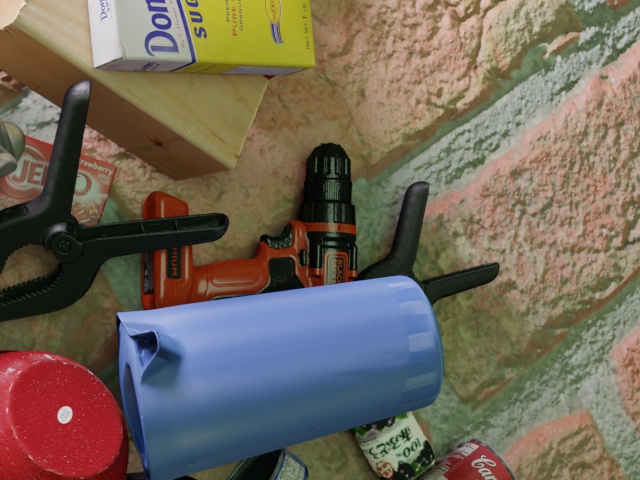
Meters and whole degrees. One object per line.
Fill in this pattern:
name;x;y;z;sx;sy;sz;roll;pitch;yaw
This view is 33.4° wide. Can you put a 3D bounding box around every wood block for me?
wood block;-0.155;-0.138;0.837;0.205;0.091;0.090;34;65;-34

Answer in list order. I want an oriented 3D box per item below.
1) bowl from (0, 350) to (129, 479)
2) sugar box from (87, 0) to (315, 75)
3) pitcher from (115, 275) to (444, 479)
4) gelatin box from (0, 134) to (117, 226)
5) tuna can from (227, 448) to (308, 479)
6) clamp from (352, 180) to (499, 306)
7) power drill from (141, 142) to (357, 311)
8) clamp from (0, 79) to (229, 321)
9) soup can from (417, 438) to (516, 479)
bowl;-0.194;0.138;0.758;0.162;0.055;0.162;30;38;-28
sugar box;-0.087;-0.175;0.804;0.175;0.048;0.093;-6;90;-40
pitcher;-0.034;0.106;0.839;0.242;0.149;0.145;-10;100;-15
gelatin box;-0.220;-0.039;0.868;0.089;0.030;0.073;20;77;-19
tuna can;-0.050;0.209;0.879;0.033;0.086;0.086;42;71;-15
clamp;0.087;0.044;0.977;0.120;0.039;0.171;37;79;-10
power drill;-0.056;0.001;0.914;0.187;0.057;0.184;3;83;-21
clamp;-0.186;-0.001;0.824;0.164;0.036;0.210;39;106;-25
soup can;0.118;0.233;0.953;0.102;0.069;0.068;-32;96;-21
